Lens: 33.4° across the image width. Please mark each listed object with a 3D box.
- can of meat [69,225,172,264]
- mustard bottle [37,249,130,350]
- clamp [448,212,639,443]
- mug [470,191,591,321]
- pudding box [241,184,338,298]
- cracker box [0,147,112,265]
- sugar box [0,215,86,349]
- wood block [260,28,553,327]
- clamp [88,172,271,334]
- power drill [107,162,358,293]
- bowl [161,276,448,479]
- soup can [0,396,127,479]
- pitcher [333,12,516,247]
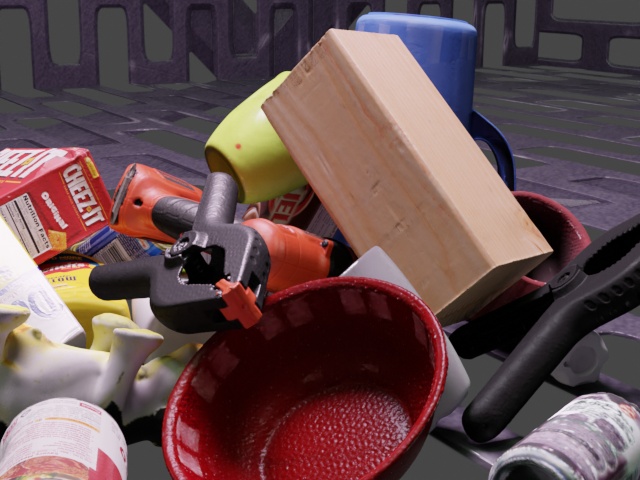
[{"bbox_3d":[-0.160,0.000,0.948,0.084,0.057,0.102,-34,0,24],"label":"can of meat"},{"bbox_3d":[-0.207,0.046,0.839,0.096,0.058,0.192,-11,16,-15],"label":"mustard bottle"},{"bbox_3d":[0.167,0.039,0.714,0.210,0.036,0.164,-41,9,5],"label":"clamp"},{"bbox_3d":[0.145,0.015,0.842,0.117,0.082,0.093,39,51,12],"label":"mug"},{"bbox_3d":[-0.036,-0.001,0.931,0.039,0.113,0.090,35,-11,-37],"label":"pudding box"},{"bbox_3d":[-0.297,-0.004,0.857,0.213,0.072,0.164,-34,25,-32],"label":"cracker box"},{"bbox_3d":[-0.240,0.030,0.715,0.093,0.048,0.176,-27,59,-30],"label":"sugar box"},{"bbox_3d":[0.059,-0.045,0.772,0.090,0.206,0.090,-44,-20,32],"label":"wood block"},{"bbox_3d":[-0.086,0.020,0.661,0.120,0.039,0.171,-41,25,1],"label":"clamp"},{"bbox_3d":[-0.055,0.001,0.823,0.188,0.057,0.184,19,-2,33],"label":"power drill"},{"bbox_3d":[-0.002,0.095,0.573,0.162,0.055,0.162,-17,37,13],"label":"bowl"},{"bbox_3d":[-0.127,0.124,0.511,0.068,0.068,0.102,-2,13,-8],"label":"soup can"},{"bbox_3d":[0.085,-0.076,0.958,0.148,0.243,0.145,-1,11,-37],"label":"pitcher"}]
